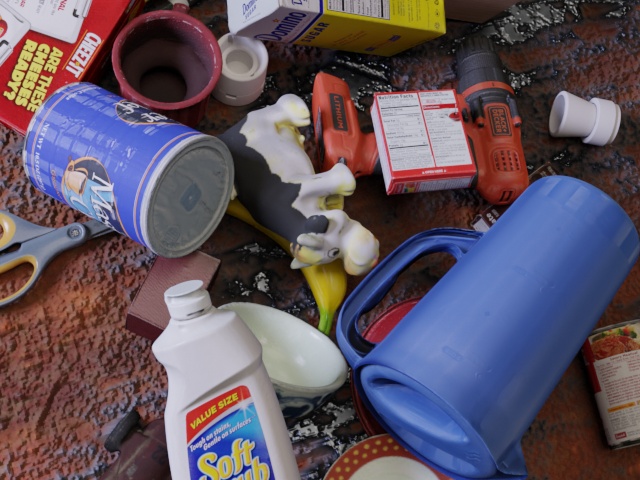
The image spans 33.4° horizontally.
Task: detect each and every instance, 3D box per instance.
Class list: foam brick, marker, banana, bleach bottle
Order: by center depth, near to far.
[{"bbox_3d":[-0.075,0.152,0.793,0.102,0.068,0.251,-14,106,2],"label":"bleach bottle"},{"bbox_3d":[-0.123,0.045,0.894,0.051,0.053,0.078,26,70,-2],"label":"foam brick"},{"bbox_3d":[-0.041,-0.007,0.934,0.198,0.037,0.069,44,62,6],"label":"banana"},{"bbox_3d":[-0.115,-0.236,1.005,0.121,0.020,0.020,-41,84,-20],"label":"marker"}]

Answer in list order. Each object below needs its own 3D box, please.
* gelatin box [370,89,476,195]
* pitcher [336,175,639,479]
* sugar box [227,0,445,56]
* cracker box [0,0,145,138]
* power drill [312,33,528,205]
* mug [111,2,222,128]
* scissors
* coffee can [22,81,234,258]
[{"bbox_3d":[0.086,-0.085,0.907,0.073,0.030,0.089,-5,62,-9],"label":"gelatin box"},{"bbox_3d":[0.139,0.056,0.846,0.242,0.145,0.149,-47,121,-24],"label":"pitcher"},{"bbox_3d":[0.015,-0.201,0.950,0.175,0.094,0.048,-2,85,-31],"label":"sugar box"},{"bbox_3d":[-0.284,-0.199,0.919,0.213,0.072,0.164,30,85,-1],"label":"cracker box"},{"bbox_3d":[0.089,-0.115,0.974,0.187,0.057,0.184,-2,57,-6],"label":"power drill"},{"bbox_3d":[-0.135,-0.152,0.941,0.093,0.082,0.117,10,71,-8],"label":"mug"},{"bbox_3d":[-0.227,-0.016,0.914,0.201,0.016,0.096,-36,82,-19],"label":"scissors"},{"bbox_3d":[-0.156,-0.059,0.867,0.140,0.103,0.102,25,66,28],"label":"coffee can"}]
